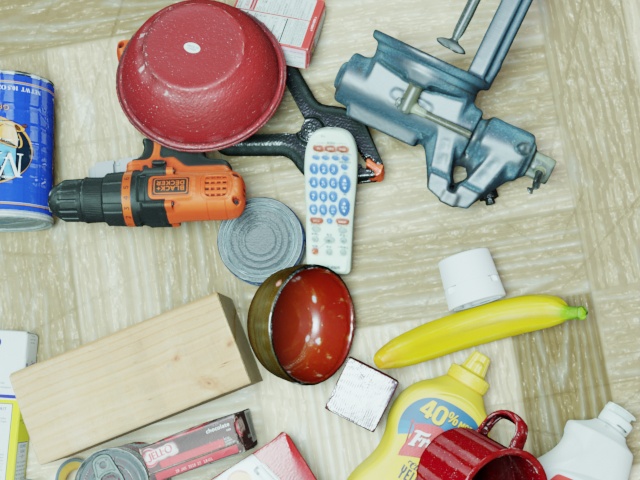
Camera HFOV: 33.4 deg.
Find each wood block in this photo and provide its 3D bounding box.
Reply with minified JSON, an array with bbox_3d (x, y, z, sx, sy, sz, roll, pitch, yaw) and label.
[{"bbox_3d":[-0.170,0.129,1.003,0.206,0.091,0.090,-22,82,2],"label":"wood block"}]

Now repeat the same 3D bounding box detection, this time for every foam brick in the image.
[{"bbox_3d":[0.039,0.142,0.992,0.051,0.078,0.053,26,86,5],"label":"foam brick"}]

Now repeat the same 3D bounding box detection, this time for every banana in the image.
[{"bbox_3d":[0.144,0.081,0.995,0.198,0.069,0.037,-16,85,4],"label":"banana"}]

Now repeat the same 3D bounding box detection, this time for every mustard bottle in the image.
[{"bbox_3d":[0.102,0.188,0.990,0.096,0.058,0.191,32,85,-2],"label":"mustard bottle"}]

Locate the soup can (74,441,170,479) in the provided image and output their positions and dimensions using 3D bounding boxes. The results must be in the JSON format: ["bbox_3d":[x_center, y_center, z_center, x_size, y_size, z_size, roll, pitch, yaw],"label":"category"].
[{"bbox_3d":[-0.180,0.222,0.986,0.068,0.102,0.068,-1,83,4],"label":"soup can"}]

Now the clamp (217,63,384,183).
[{"bbox_3d":[-0.009,-0.115,1.048,0.171,0.039,0.120,22,90,10],"label":"clamp"}]

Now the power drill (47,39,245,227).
[{"bbox_3d":[-0.162,-0.100,1.017,0.184,0.057,0.187,-1,68,1],"label":"power drill"}]

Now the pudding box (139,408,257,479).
[{"bbox_3d":[-0.108,0.187,0.979,0.090,0.113,0.039,-19,81,1],"label":"pudding box"}]

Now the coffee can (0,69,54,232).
[{"bbox_3d":[-0.311,-0.084,1.035,0.103,0.103,0.140,-2,82,4],"label":"coffee can"}]

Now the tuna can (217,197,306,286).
[{"bbox_3d":[-0.057,0.001,1.039,0.086,0.033,0.086,-1,83,4],"label":"tuna can"}]

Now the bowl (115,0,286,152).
[{"bbox_3d":[-0.113,-0.164,0.980,0.162,0.055,0.162,-1,68,1],"label":"bowl"}]

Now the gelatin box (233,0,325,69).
[{"bbox_3d":[-0.046,-0.210,1.052,0.089,0.030,0.073,12,54,7],"label":"gelatin box"}]

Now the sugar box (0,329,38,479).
[{"bbox_3d":[-0.330,0.174,1.033,0.093,0.048,0.176,4,80,3],"label":"sugar box"}]

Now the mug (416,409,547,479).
[{"bbox_3d":[0.141,0.201,0.928,0.093,0.082,0.117,25,88,-27],"label":"mug"}]
